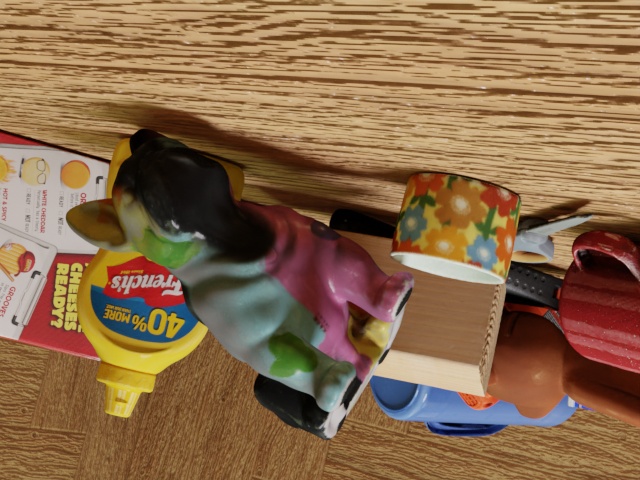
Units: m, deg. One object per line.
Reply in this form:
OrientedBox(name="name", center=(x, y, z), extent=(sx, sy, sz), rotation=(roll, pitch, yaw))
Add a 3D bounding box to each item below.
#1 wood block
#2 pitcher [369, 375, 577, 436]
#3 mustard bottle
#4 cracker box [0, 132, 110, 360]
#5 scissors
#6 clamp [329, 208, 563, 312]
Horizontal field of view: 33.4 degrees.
OrientedBox(name="wood block", center=(0.033, 0.051, 0.830), extent=(0.206, 0.091, 0.090), rotation=(9, 161, 15))
OrientedBox(name="pitcher", center=(0.174, 0.159, 1.234), extent=(0.242, 0.149, 0.145), rotation=(5, 174, -34))
OrientedBox(name="mustard bottle", center=(-0.121, 0.030, 0.759), extent=(0.096, 0.191, 0.058), rotation=(14, 173, -9))
OrientedBox(name="cracker box", center=(-0.269, -0.004, 0.892), extent=(0.213, 0.164, 0.072), rotation=(16, 175, -16))
OrientedBox(name="scissors", center=(0.123, -0.009, 0.714), extent=(0.096, 0.016, 0.201), rotation=(12, 173, 9))
OrientedBox(name="clamp", center=(0.105, 0.023, 0.912), extent=(0.210, 0.036, 0.164), rotation=(15, 171, 0))
